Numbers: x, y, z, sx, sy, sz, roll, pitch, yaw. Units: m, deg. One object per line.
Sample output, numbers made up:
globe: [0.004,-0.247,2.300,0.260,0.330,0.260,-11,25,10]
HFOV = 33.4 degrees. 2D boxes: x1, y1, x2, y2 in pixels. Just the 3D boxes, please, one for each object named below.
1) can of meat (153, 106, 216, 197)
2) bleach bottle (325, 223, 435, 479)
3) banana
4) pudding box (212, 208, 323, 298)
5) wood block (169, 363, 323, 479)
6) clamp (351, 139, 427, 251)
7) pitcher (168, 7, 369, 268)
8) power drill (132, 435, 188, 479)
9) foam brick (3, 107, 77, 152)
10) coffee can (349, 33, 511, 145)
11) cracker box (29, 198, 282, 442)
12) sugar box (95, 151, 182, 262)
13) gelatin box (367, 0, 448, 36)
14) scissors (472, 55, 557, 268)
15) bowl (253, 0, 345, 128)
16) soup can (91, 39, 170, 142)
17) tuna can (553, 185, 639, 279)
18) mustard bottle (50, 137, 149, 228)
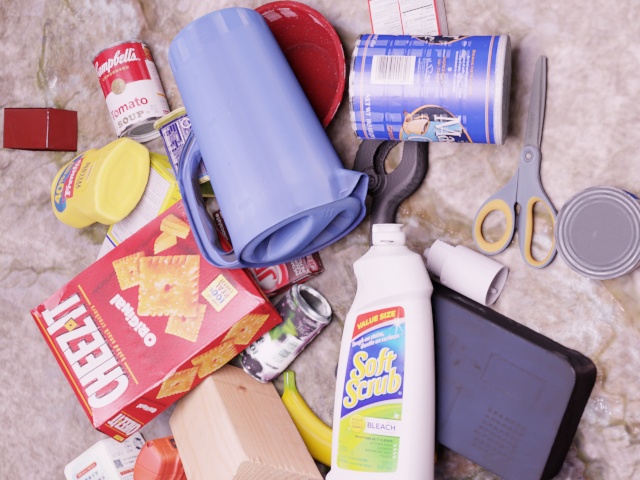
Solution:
can of meat: [-0.124,-0.095,1.164,0.058,0.101,0.084,-25,80,26]
bleach bottle: [0.057,0.110,0.998,0.103,0.068,0.251,0,90,32]
banana: [0.025,0.207,1.113,0.198,0.037,0.070,25,102,28]
pudding box: [-0.058,0.001,1.160,0.090,0.039,0.113,-28,76,28]
wood block: [-0.080,0.212,1.080,0.090,0.090,0.206,-64,24,12]
clamp: [0.062,-0.048,1.092,0.120,0.039,0.172,45,110,21]
pitcher: [-0.070,-0.098,1.054,0.243,0.149,0.145,66,159,18]
power drill: [-0.112,0.276,1.118,0.188,0.184,0.057,32,107,35]
foam brick: [-0.346,-0.137,1.318,0.078,0.052,0.051,4,92,29]
coffee can: [0.106,-0.144,1.012,0.140,0.102,0.103,3,91,14]
cracker box: [-0.173,0.078,1.112,0.213,0.072,0.164,-37,61,-2]
sugar box: [-0.203,-0.005,1.227,0.093,0.048,0.176,41,113,47]
gelatin box: [0.091,-0.214,1.082,0.073,0.030,0.089,-11,85,28]
scissors: [0.186,-0.071,1.035,0.096,0.016,0.202,-10,85,29]
bowl: [-0.033,-0.170,1.137,0.162,0.055,0.162,0,90,30]
soup can: [-0.217,-0.171,1.236,0.069,0.068,0.102,-25,78,27]
tuna can: [0.261,-0.007,0.981,0.086,0.033,0.086,0,90,30]
mustard bottle: [-0.268,-0.062,1.244,0.192,0.058,0.096,-5,63,56]
